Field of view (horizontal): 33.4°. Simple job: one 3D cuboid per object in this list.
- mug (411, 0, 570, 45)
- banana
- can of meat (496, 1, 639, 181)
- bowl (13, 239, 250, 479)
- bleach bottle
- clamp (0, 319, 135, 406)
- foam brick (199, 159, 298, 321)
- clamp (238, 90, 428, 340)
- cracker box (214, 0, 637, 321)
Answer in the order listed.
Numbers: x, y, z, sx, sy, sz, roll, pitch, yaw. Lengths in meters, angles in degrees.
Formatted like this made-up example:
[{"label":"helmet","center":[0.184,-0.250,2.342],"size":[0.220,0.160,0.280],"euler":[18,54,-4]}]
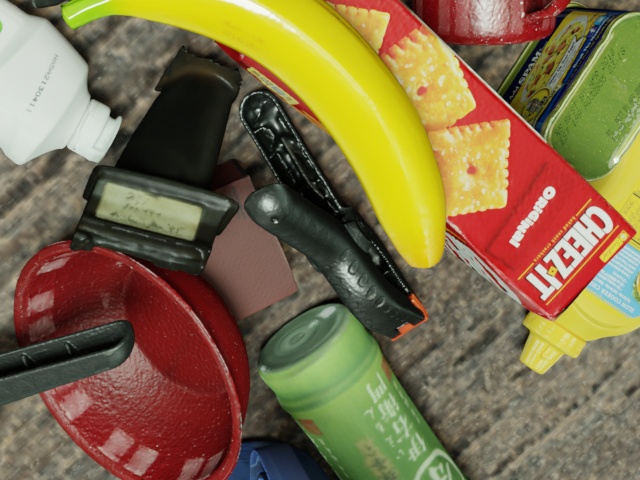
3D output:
[{"label":"mug","center":[0.098,-0.152,0.588],"size":[0.093,0.117,0.081],"euler":[-15,113,-32]},{"label":"banana","center":[-0.008,-0.065,0.454],"size":[0.197,0.037,0.070],"euler":[35,113,-16]},{"label":"can of meat","center":[0.153,-0.088,0.629],"size":[0.057,0.084,0.102],"euler":[31,95,-18]},{"label":"bowl","center":[-0.095,0.063,0.599],"size":[0.055,0.162,0.162],"euler":[-38,116,-47]},{"label":"bleach bottle","center":[-0.224,-0.102,0.547],"size":[0.250,0.068,0.102],"euler":[27,83,-19]},{"label":"clamp","center":[-0.202,0.080,0.572],"size":[0.164,0.036,0.210],"euler":[24,122,-9]},{"label":"foam brick","center":[-0.054,0.001,0.621],"size":[0.053,0.051,0.078],"euler":[-24,108,-7]},{"label":"clamp","center":[0.005,-0.010,0.621],"size":[0.039,0.120,0.171],"euler":[-26,132,18]},{"label":"cracker box","center":[0.042,-0.064,0.568],"size":[0.213,0.164,0.072],"euler":[41,93,-18]}]
